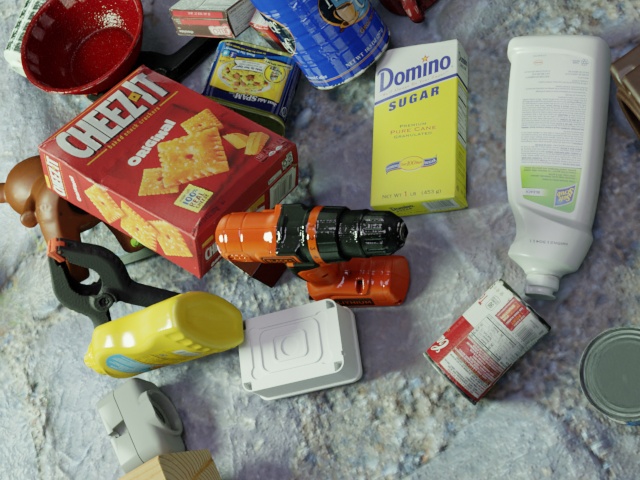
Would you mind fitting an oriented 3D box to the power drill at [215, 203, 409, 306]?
[{"bbox_3d":[0.019,0.014,1.012,0.185,0.187,0.057,1,72,26],"label":"power drill"}]

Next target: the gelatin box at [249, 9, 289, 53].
[{"bbox_3d":[-0.035,-0.260,1.193,0.030,0.073,0.089,22,83,29],"label":"gelatin box"}]

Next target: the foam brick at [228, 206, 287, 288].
[{"bbox_3d":[-0.057,0.001,1.128,0.053,0.051,0.078,34,89,29],"label":"foam brick"}]

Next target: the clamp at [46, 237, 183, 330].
[{"bbox_3d":[-0.218,0.055,1.136,0.120,0.171,0.039,-33,33,-1],"label":"clamp"}]

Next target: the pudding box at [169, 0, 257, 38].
[{"bbox_3d":[-0.101,-0.270,1.206,0.090,0.039,0.113,13,46,37],"label":"pudding box"}]

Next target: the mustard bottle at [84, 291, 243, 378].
[{"bbox_3d":[-0.175,0.103,1.086,0.192,0.096,0.058,-20,67,37],"label":"mustard bottle"}]

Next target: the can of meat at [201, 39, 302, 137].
[{"bbox_3d":[-0.077,-0.167,1.174,0.102,0.057,0.084,15,70,3],"label":"can of meat"}]

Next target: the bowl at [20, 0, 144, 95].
[{"bbox_3d":[-0.269,-0.229,1.255,0.162,0.055,0.162,-9,64,18],"label":"bowl"}]

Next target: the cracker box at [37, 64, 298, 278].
[{"bbox_3d":[-0.154,-0.077,1.094,0.214,0.072,0.164,29,55,22],"label":"cracker box"}]

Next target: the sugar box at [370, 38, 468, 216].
[{"bbox_3d":[0.102,-0.115,1.098,0.093,0.048,0.176,-6,72,23],"label":"sugar box"}]

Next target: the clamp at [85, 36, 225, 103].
[{"bbox_3d":[-0.177,-0.193,1.256,0.210,0.036,0.164,0,72,21],"label":"clamp"}]

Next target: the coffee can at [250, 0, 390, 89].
[{"bbox_3d":[-0.005,-0.244,1.117,0.103,0.140,0.103,-27,33,19],"label":"coffee can"}]

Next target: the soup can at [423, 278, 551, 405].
[{"bbox_3d":[0.155,0.094,0.991,0.102,0.068,0.069,-45,61,4],"label":"soup can"}]

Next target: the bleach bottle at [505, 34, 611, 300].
[{"bbox_3d":[0.217,-0.069,1.022,0.103,0.068,0.251,4,77,26],"label":"bleach bottle"}]
